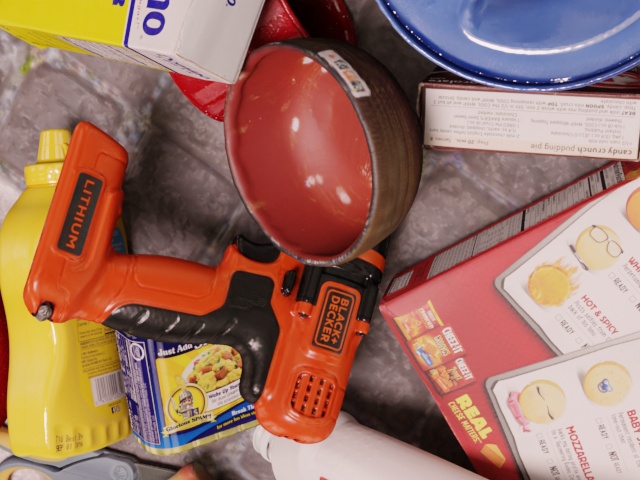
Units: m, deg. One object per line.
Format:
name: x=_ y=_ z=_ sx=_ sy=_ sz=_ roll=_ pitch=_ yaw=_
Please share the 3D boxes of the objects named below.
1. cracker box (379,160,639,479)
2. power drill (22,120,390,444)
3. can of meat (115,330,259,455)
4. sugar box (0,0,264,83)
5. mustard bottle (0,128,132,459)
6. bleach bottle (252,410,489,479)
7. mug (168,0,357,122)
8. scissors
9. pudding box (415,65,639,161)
cracker box: x=0.166 y=0.049 z=0.592 sx=0.214 sy=0.072 sz=0.164 roll=-28 pitch=99 yaw=18
power drill: x=-0.054 y=0.001 z=0.583 sx=0.187 sy=0.057 sz=0.184 roll=19 pitch=74 yaw=-13
can of meat: x=-0.070 y=0.072 z=0.646 sx=0.101 sy=0.058 sz=0.084 roll=-15 pitch=109 yaw=-27
sugar box: x=-0.099 y=-0.141 z=0.554 sx=0.177 sy=0.048 sz=0.093 roll=17 pitch=87 yaw=45
mustard bottle: x=-0.153 y=0.029 z=0.648 sx=0.058 sy=0.096 sz=0.191 roll=-2 pitch=93 yaw=26
bleach bottle: x=0.057 y=0.163 z=0.610 sx=0.251 sy=0.068 sz=0.102 roll=20 pitch=140 yaw=41
mug: x=-0.041 y=-0.128 z=0.591 sx=0.082 sy=0.093 sz=0.117 roll=-26 pitch=70 yaw=24
scissors: x=-0.146 y=0.170 z=0.733 sx=0.202 sy=0.016 sz=0.096 roll=24 pitch=111 yaw=6
pudding box: x=0.112 y=-0.071 z=0.561 sx=0.113 sy=0.090 sz=0.039 roll=3 pitch=107 yaw=14
